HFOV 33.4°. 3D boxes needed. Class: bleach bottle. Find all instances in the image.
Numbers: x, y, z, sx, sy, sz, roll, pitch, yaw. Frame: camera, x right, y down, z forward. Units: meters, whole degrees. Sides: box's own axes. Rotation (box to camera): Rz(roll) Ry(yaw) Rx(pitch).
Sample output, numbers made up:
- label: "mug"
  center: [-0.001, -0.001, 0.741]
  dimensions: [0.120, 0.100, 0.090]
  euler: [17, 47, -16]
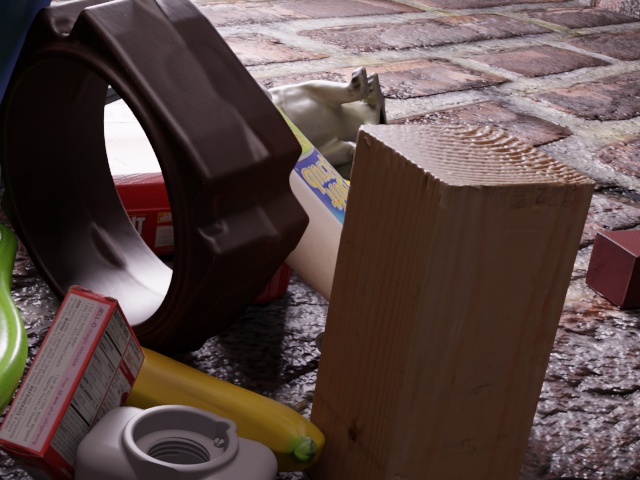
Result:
- label: "bleach bottle"
  center: [0.003, -0.008, 0.703]
  dimensions: [0.251, 0.068, 0.102]
  euler: [45, 19, 20]

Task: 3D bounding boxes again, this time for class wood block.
- label: "wood block"
  center: [0.061, 0.050, 0.565]
  dimensions: [0.090, 0.206, 0.091]
  euler: [-3, 25, -28]

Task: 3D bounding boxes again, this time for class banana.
- label: "banana"
  center: [-0.069, 0.091, 0.611]
  dimensions: [0.198, 0.069, 0.037]
  euler: [15, 62, 32]

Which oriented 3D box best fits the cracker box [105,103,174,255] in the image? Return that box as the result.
- label: "cracker box"
  center: [-0.167, -0.058, 0.913]
  dimensions: [0.163, 0.072, 0.214]
  euler: [-5, 26, -31]

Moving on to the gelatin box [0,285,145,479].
- label: "gelatin box"
  center: [-0.126, 0.078, 0.549]
  dimensions: [0.030, 0.073, 0.089]
  euler: [15, 64, 12]
